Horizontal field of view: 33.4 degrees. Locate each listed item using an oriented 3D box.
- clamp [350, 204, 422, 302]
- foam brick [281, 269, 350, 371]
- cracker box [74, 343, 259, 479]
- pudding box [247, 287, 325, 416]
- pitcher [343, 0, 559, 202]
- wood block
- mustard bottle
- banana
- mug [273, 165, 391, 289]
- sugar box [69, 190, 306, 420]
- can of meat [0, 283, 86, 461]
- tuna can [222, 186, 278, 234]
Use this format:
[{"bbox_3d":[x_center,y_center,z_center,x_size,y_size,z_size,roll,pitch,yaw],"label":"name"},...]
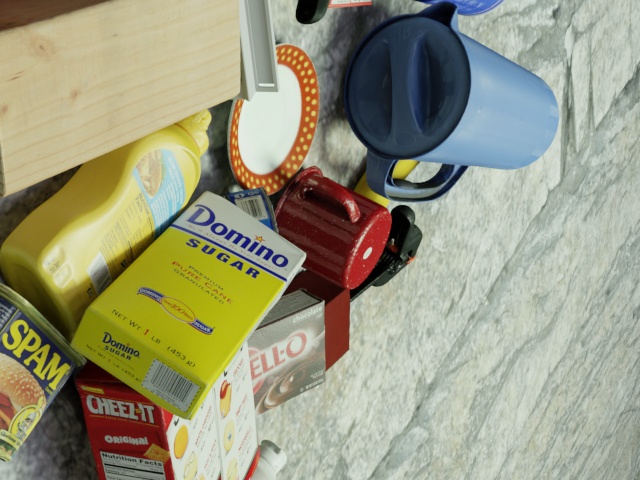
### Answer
[{"bbox_3d":[0.061,0.022,1.093,0.120,0.039,0.171,-44,166,4],"label":"clamp"},{"bbox_3d":[-0.007,0.078,1.017,0.051,0.053,0.078,-36,134,-46],"label":"foam brick"},{"bbox_3d":[-0.109,0.142,0.822,0.164,0.072,0.214,-65,155,-54],"label":"cracker box"},{"bbox_3d":[-0.048,0.103,0.948,0.113,0.039,0.090,-23,127,-34],"label":"pudding box"},{"bbox_3d":[0.136,-0.124,1.050,0.242,0.149,0.145,5,64,-55],"label":"pitcher"},{"bbox_3d":[-0.146,-0.109,0.645,0.205,0.091,0.090,-34,133,-48],"label":"wood block"},{"bbox_3d":[-0.135,-0.028,0.737,0.191,0.058,0.096,-54,153,-30],"label":"mustard bottle"},{"bbox_3d":[0.070,-0.058,1.091,0.197,0.037,0.069,-49,141,-36],"label":"banana"},{"bbox_3d":[0.010,-0.015,0.942,0.093,0.082,0.117,-52,157,-29],"label":"mug"},{"bbox_3d":[-0.084,0.038,0.737,0.048,0.093,0.176,-58,178,37],"label":"sugar box"},{"bbox_3d":[-0.209,0.082,0.674,0.084,0.058,0.102,-57,147,-21],"label":"can of meat"},{"bbox_3d":[-0.056,0.001,0.863,0.033,0.086,0.086,-11,123,-11],"label":"tuna can"}]
